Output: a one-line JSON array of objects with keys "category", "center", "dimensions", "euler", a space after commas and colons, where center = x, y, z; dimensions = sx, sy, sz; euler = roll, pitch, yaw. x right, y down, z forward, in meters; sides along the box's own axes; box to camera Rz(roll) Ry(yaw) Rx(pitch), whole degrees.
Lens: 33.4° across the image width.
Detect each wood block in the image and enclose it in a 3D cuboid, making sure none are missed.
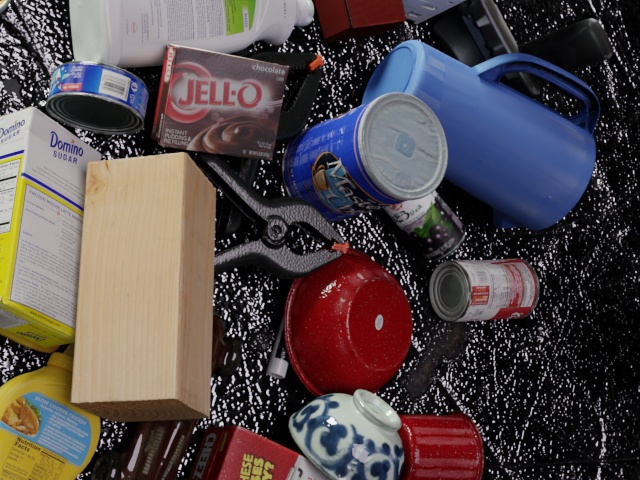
[{"category": "wood block", "center": [-0.144, 0.042, 0.896], "dimensions": [0.090, 0.091, 0.206], "euler": [56, 32, -67]}]

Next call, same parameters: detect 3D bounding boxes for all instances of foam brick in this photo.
[{"category": "foam brick", "center": [0.043, -0.246, 1.133], "dimensions": [0.078, 0.053, 0.051], "euler": [-15, 90, -35]}]

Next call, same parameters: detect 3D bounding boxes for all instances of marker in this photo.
[{"category": "marker", "center": [-0.028, 0.076, 1.050], "dimensions": [0.020, 0.020, 0.121], "euler": [27, 68, -28]}]

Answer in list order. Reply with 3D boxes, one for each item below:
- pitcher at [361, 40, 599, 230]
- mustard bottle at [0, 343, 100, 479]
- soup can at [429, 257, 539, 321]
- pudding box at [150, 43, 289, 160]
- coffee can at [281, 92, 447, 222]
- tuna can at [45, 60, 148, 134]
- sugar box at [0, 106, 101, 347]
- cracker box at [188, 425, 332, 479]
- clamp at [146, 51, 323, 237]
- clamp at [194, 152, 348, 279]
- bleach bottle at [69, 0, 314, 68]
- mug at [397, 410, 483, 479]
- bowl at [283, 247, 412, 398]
[{"category": "pitcher", "center": [0.174, -0.124, 1.149], "dimensions": [0.242, 0.145, 0.149], "euler": [25, 72, -25]}, {"category": "mustard bottle", "center": [-0.235, 0.167, 0.873], "dimensions": [0.096, 0.058, 0.191], "euler": [35, 65, -26]}, {"category": "soup can", "center": [0.178, 0.053, 1.163], "dimensions": [0.102, 0.069, 0.068], "euler": [0, 82, -33]}, {"category": "pudding box", "center": [-0.092, -0.126, 0.976], "dimensions": [0.113, 0.039, 0.090], "euler": [5, 104, -28]}, {"category": "coffee can", "center": [0.041, -0.079, 1.049], "dimensions": [0.102, 0.141, 0.103], "euler": [6, 78, -33]}, {"category": "tuna can", "center": [-0.194, -0.124, 0.933], "dimensions": [0.086, 0.086, 0.034], "euler": [17, 71, -30]}, {"category": "sugar box", "center": [-0.232, -0.010, 0.877], "dimensions": [0.093, 0.048, 0.176], "euler": [39, 43, -53]}, {"category": "cracker box", "center": [-0.032, 0.285, 0.981], "dimensions": [0.213, 0.072, 0.164], "euler": [29, 66, -25]}, {"category": "clamp", "center": [-0.080, -0.129, 1.041], "dimensions": [0.164, 0.036, 0.209], "euler": [50, 63, -17]}, {"category": "clamp", "center": [-0.057, 0.001, 1.002], "dimensions": [0.171, 0.039, 0.120], "euler": [22, 82, -22]}, {"category": "bleach bottle", "center": [-0.111, -0.213, 1.019], "dimensions": [0.250, 0.068, 0.102], "euler": [-8, 99, -39]}, {"category": "mug", "center": [0.100, 0.227, 1.078], "dimensions": [0.081, 0.093, 0.117], "euler": [7, 114, -28]}, {"category": "bowl", "center": [0.041, 0.084, 1.060], "dimensions": [0.161, 0.055, 0.162], "euler": [6, 81, -41]}]
